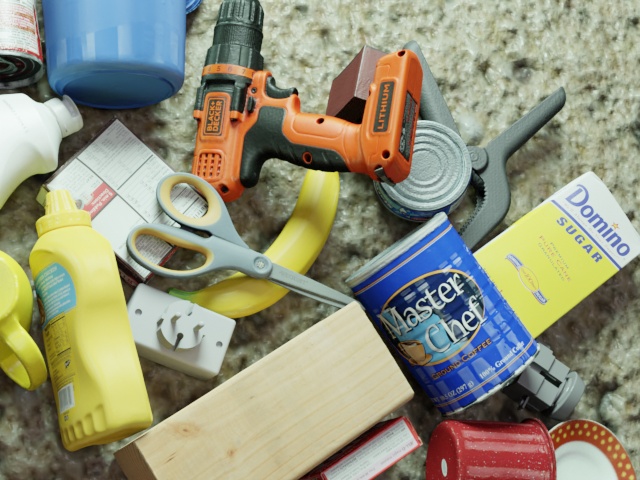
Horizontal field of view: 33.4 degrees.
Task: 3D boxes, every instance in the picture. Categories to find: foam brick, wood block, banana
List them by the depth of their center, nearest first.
[{"bbox_3d":[-0.043,0.142,0.826,0.205,0.091,0.090,-31,87,-26],"label":"wood block"},{"bbox_3d":[-0.036,0.004,0.897,0.069,0.037,0.197,49,65,-4],"label":"banana"},{"bbox_3d":[0.043,-0.126,0.943,0.053,0.078,0.051,17,68,-16],"label":"foam brick"}]

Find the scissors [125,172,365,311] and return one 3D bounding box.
[{"bbox_3d":[-0.056,0.001,0.861,0.201,0.016,0.096,9,71,-19],"label":"scissors"}]

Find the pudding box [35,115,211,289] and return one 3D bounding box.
[{"bbox_3d":[-0.157,-0.030,0.862,0.113,0.039,0.090,44,65,-6],"label":"pudding box"}]

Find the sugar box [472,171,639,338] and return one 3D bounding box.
[{"bbox_3d":[0.212,0.017,0.983,0.176,0.048,0.093,-34,88,-24],"label":"sugar box"}]

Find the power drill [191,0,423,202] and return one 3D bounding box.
[{"bbox_3d":[-0.013,-0.118,0.880,0.188,0.057,0.184,4,82,22],"label":"power drill"}]

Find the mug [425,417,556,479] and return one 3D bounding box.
[{"bbox_3d":[0.135,0.202,0.885,0.081,0.093,0.117,6,108,-14],"label":"mug"}]

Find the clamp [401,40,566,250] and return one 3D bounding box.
[{"bbox_3d":[0.126,-0.080,0.983,0.164,0.036,0.210,22,72,-4],"label":"clamp"}]

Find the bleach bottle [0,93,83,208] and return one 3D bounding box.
[{"bbox_3d":[-0.287,-0.034,0.792,0.250,0.068,0.102,-32,78,-24],"label":"bleach bottle"}]

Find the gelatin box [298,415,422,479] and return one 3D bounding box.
[{"bbox_3d":[0.028,0.176,0.852,0.089,0.073,0.030,-30,87,-25],"label":"gelatin box"}]

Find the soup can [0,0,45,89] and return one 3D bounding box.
[{"bbox_3d":[-0.258,-0.180,0.850,0.068,0.069,0.102,-3,75,-21],"label":"soup can"}]

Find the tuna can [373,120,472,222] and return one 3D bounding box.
[{"bbox_3d":[0.090,-0.061,0.938,0.086,0.034,0.086,0,76,0],"label":"tuna can"}]

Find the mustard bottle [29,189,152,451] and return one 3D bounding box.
[{"bbox_3d":[-0.177,0.054,0.792,0.058,0.096,0.191,-7,76,-33],"label":"mustard bottle"}]

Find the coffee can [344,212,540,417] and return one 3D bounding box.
[{"bbox_3d":[0.102,0.062,0.897,0.102,0.103,0.140,-36,89,-25],"label":"coffee can"}]

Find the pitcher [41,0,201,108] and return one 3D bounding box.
[{"bbox_3d":[-0.162,-0.235,0.879,0.149,0.145,0.243,-2,79,-7],"label":"pitcher"}]
